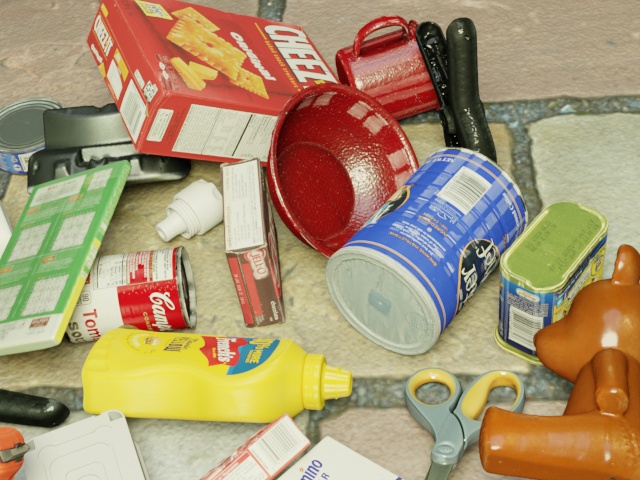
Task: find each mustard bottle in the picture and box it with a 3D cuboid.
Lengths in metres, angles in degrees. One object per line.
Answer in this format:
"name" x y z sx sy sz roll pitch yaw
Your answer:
"mustard bottle" -0.072 0.101 0.792 0.192 0.058 0.096 2 13 9

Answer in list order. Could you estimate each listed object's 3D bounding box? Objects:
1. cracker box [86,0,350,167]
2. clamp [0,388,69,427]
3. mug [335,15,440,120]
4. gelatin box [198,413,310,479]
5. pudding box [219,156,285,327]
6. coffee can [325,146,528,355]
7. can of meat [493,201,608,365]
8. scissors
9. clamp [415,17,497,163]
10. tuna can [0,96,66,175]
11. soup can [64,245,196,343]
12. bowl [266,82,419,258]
"cracker box" -0.084 -0.145 0.969 0.213 0.072 0.164 3 41 -35
"clamp" -0.303 0.117 0.835 0.209 0.036 0.165 -26 48 -14
"mug" 0.062 -0.162 1.014 0.081 0.117 0.093 -18 51 -4
"gelatin box" -0.057 0.160 0.728 0.089 0.073 0.030 -37 86 -27
"pudding box" -0.056 0.001 0.879 0.039 0.090 0.113 -10 43 -1
"coffee can" 0.085 0.007 0.844 0.103 0.103 0.140 24 52 29
"can of meat" 0.178 0.031 0.819 0.058 0.084 0.102 26 54 30
"scissors" 0.073 0.139 0.738 0.096 0.016 0.201 14 31 34
"clamp" 0.120 -0.118 0.939 0.039 0.171 0.120 -12 20 -2
"tuna can" -0.289 -0.104 1.061 0.086 0.034 0.086 -4 44 4
"soup can" -0.157 0.044 0.866 0.102 0.068 0.068 -8 44 1
"bowl" 0.010 -0.050 0.910 0.055 0.162 0.162 -22 24 51
